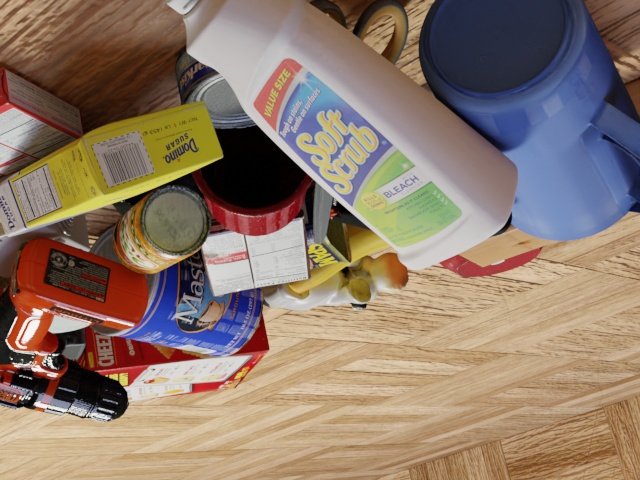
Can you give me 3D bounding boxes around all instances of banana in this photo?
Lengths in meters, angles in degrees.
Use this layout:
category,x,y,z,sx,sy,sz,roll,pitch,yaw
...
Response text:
category,x,y,z,sx,sy,sz,roll,pitch,yaw
banana,0.061,0.001,1.057,0.198,0.069,0.037,-12,146,8

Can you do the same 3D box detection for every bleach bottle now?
category,x,y,z,sx,sy,sz,roll,pitch,yaw
bleach bottle,0.004,-0.081,0.658,0.250,0.068,0.103,36,142,-23

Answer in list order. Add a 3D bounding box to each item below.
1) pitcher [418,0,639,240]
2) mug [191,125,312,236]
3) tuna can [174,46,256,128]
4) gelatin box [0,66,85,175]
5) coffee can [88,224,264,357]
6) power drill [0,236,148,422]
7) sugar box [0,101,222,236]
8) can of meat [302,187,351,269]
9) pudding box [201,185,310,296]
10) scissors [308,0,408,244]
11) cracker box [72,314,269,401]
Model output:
category,x,y,z,sx,sy,sz,roll,pitch,yaw
pitcher,0.164,-0.091,0.758,0.149,0.145,0.242,-16,158,19
mug,-0.042,-0.060,0.812,0.117,0.093,0.081,-47,171,-13
tuna can,-0.055,-0.110,0.722,0.086,0.034,0.086,-11,161,-4
gelatin box,-0.213,-0.078,0.719,0.073,0.030,0.089,-20,162,19
coffee can,-0.137,0.048,0.992,0.103,0.103,0.140,-26,152,33
power drill,-0.216,0.084,0.886,0.184,0.057,0.188,21,135,-26
sugar box,-0.152,-0.045,0.732,0.093,0.048,0.177,-21,-178,-35
can of meat,-0.025,-0.004,1.006,0.084,0.057,0.102,-14,161,12
pudding box,-0.056,0.001,0.899,0.090,0.039,0.113,-11,152,-4
scissors,0.023,-0.086,0.739,0.096,0.016,0.202,-28,139,-15
cracker box,-0.187,0.137,1.279,0.213,0.072,0.164,-4,159,-21
